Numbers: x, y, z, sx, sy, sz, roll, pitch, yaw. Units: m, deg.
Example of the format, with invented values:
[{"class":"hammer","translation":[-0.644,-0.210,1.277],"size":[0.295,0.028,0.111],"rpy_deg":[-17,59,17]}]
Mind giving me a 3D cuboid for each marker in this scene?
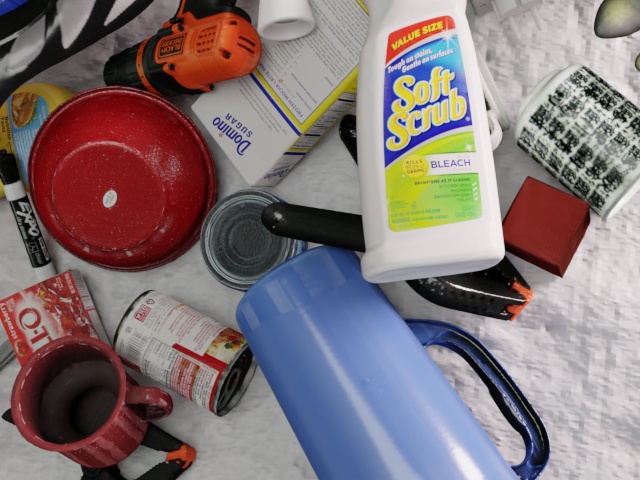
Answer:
[{"class":"marker","translation":[-0.254,-0.021,0.914],"size":[0.020,0.020,0.121],"rpy_deg":[-9,112,13]}]

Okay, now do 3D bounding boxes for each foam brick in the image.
[{"class":"foam brick","translation":[0.170,-0.009,0.805],"size":[0.051,0.078,0.053],"rpy_deg":[28,90,17]}]

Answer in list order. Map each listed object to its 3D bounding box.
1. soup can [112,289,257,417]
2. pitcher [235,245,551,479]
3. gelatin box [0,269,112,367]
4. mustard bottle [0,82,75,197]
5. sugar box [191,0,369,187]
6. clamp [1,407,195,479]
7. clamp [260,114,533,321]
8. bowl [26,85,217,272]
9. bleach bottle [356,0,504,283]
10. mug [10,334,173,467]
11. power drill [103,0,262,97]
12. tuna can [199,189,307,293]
[{"class":"soup can","translation":[-0.109,0.091,0.869],"size":[0.102,0.068,0.068],"rpy_deg":[25,90,16]},{"class":"pitcher","translation":[0.047,0.121,0.803],"size":[0.145,0.149,0.243],"rpy_deg":[-42,71,30]},{"class":"gelatin box","translation":[-0.226,0.079,0.911],"size":[0.073,0.030,0.089],"rpy_deg":[-24,86,5]},{"class":"mustard bottle","translation":[-0.255,-0.086,0.932],"size":[0.192,0.058,0.096],"rpy_deg":[-11,90,13]},{"class":"sugar box","translation":[-0.017,-0.134,0.862],"size":[0.176,0.048,0.093],"rpy_deg":[-44,73,26]},{"class":"clamp","translation":[-0.190,0.199,0.891],"size":[0.171,0.039,0.120],"rpy_deg":[-2,84,14]},{"class":"clamp","translation":[0.063,-0.002,0.813],"size":[0.210,0.164,0.036],"rpy_deg":[38,132,8]},{"class":"bowl","translation":[-0.168,-0.043,0.875],"size":[0.162,0.055,0.162],"rpy_deg":[1,107,2]},{"class":"bleach bottle","translation":[0.064,-0.101,0.760],"size":[0.102,0.068,0.251],"rpy_deg":[-7,79,-3]},{"class":"mug","translation":[-0.174,0.131,0.847],"size":[0.117,0.081,0.093],"rpy_deg":[-7,63,8]},{"class":"power drill","translation":[-0.107,-0.210,0.892],"size":[0.185,0.057,0.187],"rpy_deg":[-1,74,44]},{"class":"tuna can","translation":[-0.056,0.001,0.884],"size":[0.086,0.033,0.086],"rpy_deg":[-2,83,14]}]
